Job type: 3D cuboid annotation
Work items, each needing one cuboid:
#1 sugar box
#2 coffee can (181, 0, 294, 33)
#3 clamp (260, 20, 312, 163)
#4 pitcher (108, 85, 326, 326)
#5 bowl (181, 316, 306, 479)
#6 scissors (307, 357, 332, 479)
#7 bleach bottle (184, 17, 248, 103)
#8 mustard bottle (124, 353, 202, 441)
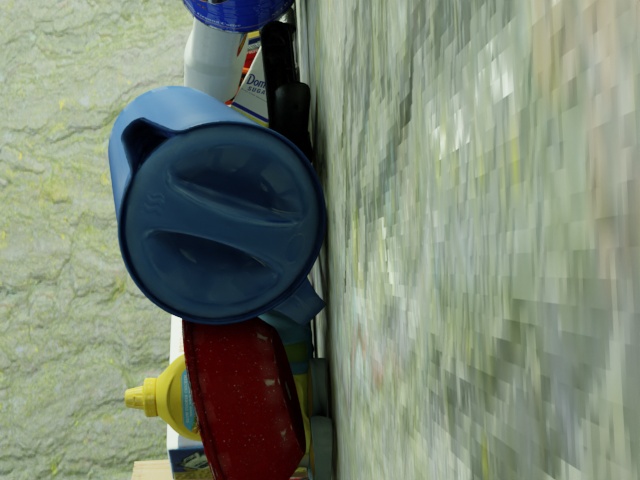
[{"bbox_3d":[-0.079,-0.100,1.039,0.176,0.048,0.093,-61,5,2],"label":"sugar box"},{"bbox_3d":[-0.062,-0.224,0.781,0.140,0.102,0.103,105,162,-80],"label":"coffee can"},{"bbox_3d":[-0.024,-0.070,0.812,0.120,0.039,0.171,-96,1,-64],"label":"clamp"},{"bbox_3d":[-0.084,-0.034,0.775,0.243,0.144,0.149,-132,43,-67],"label":"pitcher"},{"bbox_3d":[-0.048,0.110,0.742,0.162,0.055,0.162,-15,-90,-87],"label":"bowl"},{"bbox_3d":[-0.002,0.149,0.795,0.202,0.016,0.096,96,172,-70],"label":"scissors"},{"bbox_3d":[-0.081,-0.225,0.940,0.102,0.068,0.251,-82,5,-60],"label":"bleach bottle"},{"bbox_3d":[-0.108,0.162,1.121,0.058,0.191,0.096,-150,58,-87],"label":"mustard bottle"}]
